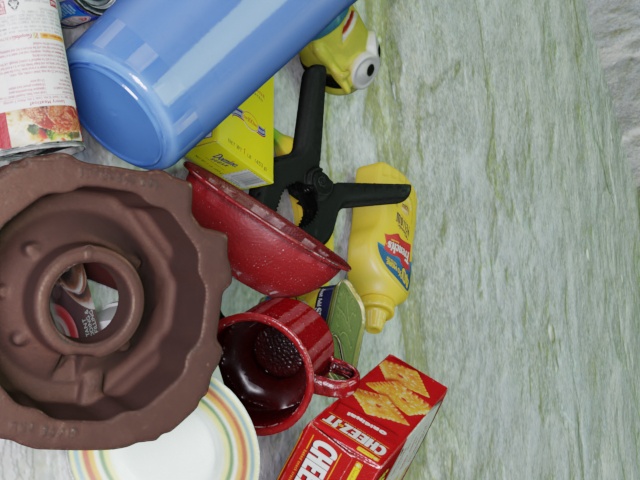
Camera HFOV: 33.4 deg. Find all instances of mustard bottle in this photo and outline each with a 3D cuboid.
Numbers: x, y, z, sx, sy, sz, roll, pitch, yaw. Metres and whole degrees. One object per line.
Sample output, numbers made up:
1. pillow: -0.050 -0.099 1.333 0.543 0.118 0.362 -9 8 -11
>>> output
1. mustard bottle: 0.066 0.015 1.166 0.096 0.058 0.191 49 39 -45

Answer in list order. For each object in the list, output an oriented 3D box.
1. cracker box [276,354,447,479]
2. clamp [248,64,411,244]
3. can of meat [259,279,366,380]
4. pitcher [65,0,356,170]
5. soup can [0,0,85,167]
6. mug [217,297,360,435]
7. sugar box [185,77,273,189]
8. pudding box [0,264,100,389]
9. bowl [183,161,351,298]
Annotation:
1. cracker box: 0.018 0.199 0.880 0.164 0.072 0.213 -64 165 16
2. clamp: -0.012 -0.062 1.003 0.209 0.036 0.164 -41 103 -39
3. can of meat: -0.014 0.089 0.943 0.057 0.084 0.102 57 33 -38
4. pitcher: -0.084 -0.165 0.804 0.242 0.145 0.149 -50 164 -30
5. soup can: -0.192 -0.102 0.673 0.068 0.069 0.102 -10 89 -64
6. mug: -0.026 0.092 0.805 0.081 0.117 0.093 -31 130 -70
7. sugar box: -0.079 -0.142 0.944 0.093 0.048 0.176 35 51 -55
8. pudding box: -0.187 0.029 0.663 0.089 0.039 0.113 -29 106 -62
9. bowl: -0.056 0.001 0.866 0.055 0.162 0.162 -57 149 3
